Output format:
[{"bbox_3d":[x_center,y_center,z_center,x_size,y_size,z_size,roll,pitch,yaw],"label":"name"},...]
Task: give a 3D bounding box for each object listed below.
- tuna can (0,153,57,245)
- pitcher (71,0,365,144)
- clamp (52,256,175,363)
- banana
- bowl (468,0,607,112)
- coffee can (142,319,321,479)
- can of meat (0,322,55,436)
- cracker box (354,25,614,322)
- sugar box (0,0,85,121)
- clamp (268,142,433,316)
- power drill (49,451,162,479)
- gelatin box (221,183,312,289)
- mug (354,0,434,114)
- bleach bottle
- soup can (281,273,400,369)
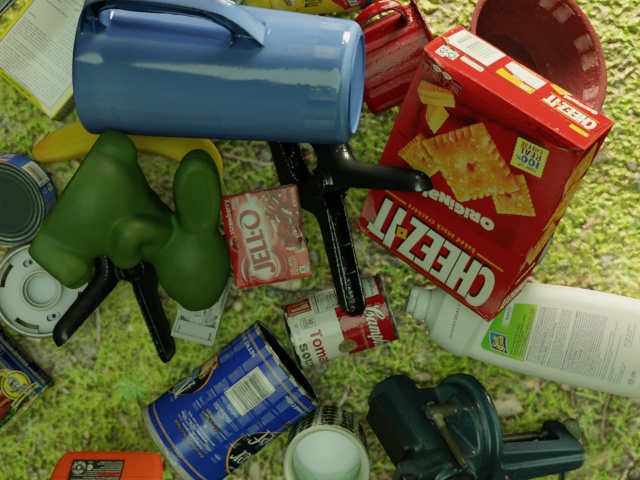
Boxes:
[{"bbox_3d":[-0.300,-0.040,1.034,0.086,0.033,0.086,5,112,12],"label":"tuna can"},{"bbox_3d":[-0.087,-0.153,0.932,0.243,0.149,0.145,6,108,8],"label":"pitcher"},{"bbox_3d":[-0.197,0.033,1.032,0.120,0.039,0.171,4,83,-32],"label":"clamp"},{"bbox_3d":[-0.178,-0.091,1.036,0.198,0.037,0.069,12,67,4],"label":"banana"},{"bbox_3d":[0.192,-0.165,1.009,0.161,0.055,0.162,8,74,-28],"label":"bowl"},{"bbox_3d":[-0.085,0.159,1.025,0.140,0.103,0.103,-38,93,2],"label":"coffee can"},{"bbox_3d":[-0.326,0.145,1.049,0.102,0.057,0.084,-43,95,3],"label":"can of meat"},{"bbox_3d":[0.136,-0.055,0.948,0.164,0.072,0.214,37,134,18],"label":"cracker box"},{"bbox_3d":[-0.234,-0.212,1.033,0.093,0.048,0.176,41,89,-3],"label":"sugar box"},{"bbox_3d":[0.016,-0.057,0.990,0.210,0.036,0.165,57,133,27],"label":"clamp"},{"bbox_3d":[-0.165,0.271,1.004,0.184,0.057,0.187,-2,135,7],"label":"power drill"},{"bbox_3d":[-0.051,-0.003,0.999,0.073,0.030,0.089,-10,94,1],"label":"gelatin box"},{"bbox_3d":[0.065,-0.177,1.003,0.081,0.117,0.093,-25,54,6],"label":"mug"},{"bbox_3d":[0.209,0.080,1.041,0.251,0.068,0.102,14,93,2],"label":"bleach bottle"},{"bbox_3d":[0.019,0.079,1.037,0.102,0.068,0.068,-18,93,1],"label":"soup can"}]
